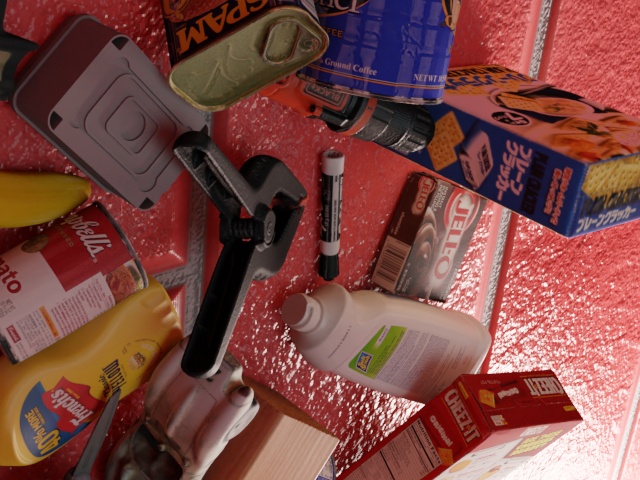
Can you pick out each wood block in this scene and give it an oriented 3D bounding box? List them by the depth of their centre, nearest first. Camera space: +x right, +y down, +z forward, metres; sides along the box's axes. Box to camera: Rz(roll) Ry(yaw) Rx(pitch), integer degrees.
[{"bbox_3d":[-0.089,0.223,0.899,0.090,0.090,0.206,34,88,-50],"label":"wood block"}]

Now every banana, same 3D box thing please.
[{"bbox_3d":[-0.221,-0.045,0.645,0.069,0.037,0.197,-57,140,-3],"label":"banana"}]

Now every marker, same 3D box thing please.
[{"bbox_3d":[0.009,-0.019,0.910,0.020,0.020,0.121,-22,127,-36],"label":"marker"}]

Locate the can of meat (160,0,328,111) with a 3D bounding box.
[{"bbox_3d":[-0.053,-0.145,0.685,0.102,0.084,0.057,-25,147,21],"label":"can of meat"}]

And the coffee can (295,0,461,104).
[{"bbox_3d":[0.045,-0.170,0.706,0.102,0.103,0.140,-5,112,-44],"label":"coffee can"}]

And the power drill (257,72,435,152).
[{"bbox_3d":[0.040,-0.171,0.797,0.184,0.057,0.188,19,96,-34],"label":"power drill"}]

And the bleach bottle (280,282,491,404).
[{"bbox_3d":[0.057,0.087,0.990,0.250,0.068,0.102,26,95,-48],"label":"bleach bottle"}]

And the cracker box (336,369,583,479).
[{"bbox_3d":[0.130,0.212,1.065,0.163,0.072,0.214,4,139,-47],"label":"cracker box"}]

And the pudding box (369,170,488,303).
[{"bbox_3d":[0.102,-0.002,1.000,0.089,0.039,0.113,14,103,-49],"label":"pudding box"}]

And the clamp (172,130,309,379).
[{"bbox_3d":[-0.055,0.001,0.770,0.209,0.036,0.164,-23,117,-71],"label":"clamp"}]

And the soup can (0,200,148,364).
[{"bbox_3d":[-0.175,0.028,0.703,0.102,0.069,0.068,-32,133,-19],"label":"soup can"}]

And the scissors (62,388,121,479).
[{"bbox_3d":[-0.198,0.188,0.786,0.096,0.016,0.202,-15,138,-30],"label":"scissors"}]

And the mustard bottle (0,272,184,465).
[{"bbox_3d":[-0.187,0.102,0.750,0.191,0.058,0.096,-37,148,-23],"label":"mustard bottle"}]
